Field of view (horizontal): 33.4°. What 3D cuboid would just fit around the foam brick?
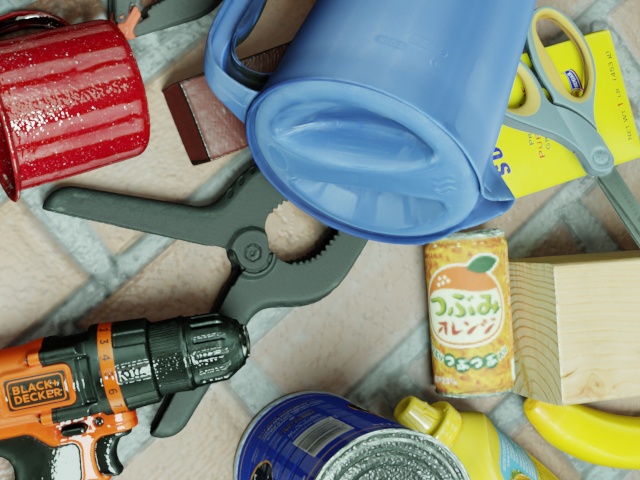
[{"bbox_3d":[-0.048,-0.084,0.653,0.078,0.053,0.051,-23,98,-18],"label":"foam brick"}]

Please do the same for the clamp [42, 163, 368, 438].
[{"bbox_3d":[-0.054,0.001,0.661,0.210,0.036,0.164,-33,101,-12],"label":"clamp"}]

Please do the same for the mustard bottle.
[{"bbox_3d":[0.121,0.166,0.692,0.191,0.096,0.058,42,110,-14],"label":"mustard bottle"}]

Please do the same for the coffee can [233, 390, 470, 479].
[{"bbox_3d":[0.015,0.149,0.631,0.102,0.140,0.103,0,91,-19],"label":"coffee can"}]

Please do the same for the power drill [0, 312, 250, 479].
[{"bbox_3d":[-0.118,0.140,0.613,0.184,0.057,0.187,-11,94,-1],"label":"power drill"}]

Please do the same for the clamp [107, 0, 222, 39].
[{"bbox_3d":[-0.082,-0.201,0.648,0.120,0.039,0.171,43,78,-13],"label":"clamp"}]

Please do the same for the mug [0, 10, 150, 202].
[{"bbox_3d":[-0.153,-0.086,0.607,0.081,0.093,0.117,-19,60,-22],"label":"mug"}]

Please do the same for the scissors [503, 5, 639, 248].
[{"bbox_3d":[0.156,-0.054,0.677,0.096,0.016,0.202,-13,79,-14],"label":"scissors"}]

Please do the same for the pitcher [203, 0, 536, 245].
[{"bbox_3d":[0.051,-0.133,0.620,0.149,0.145,0.242,50,50,-38],"label":"pitcher"}]

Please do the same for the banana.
[{"bbox_3d":[0.231,0.130,0.755,0.197,0.037,0.069,-4,103,-16],"label":"banana"}]

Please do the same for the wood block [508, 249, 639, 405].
[{"bbox_3d":[0.229,0.052,0.730,0.205,0.090,0.091,-4,92,-18],"label":"wood block"}]
